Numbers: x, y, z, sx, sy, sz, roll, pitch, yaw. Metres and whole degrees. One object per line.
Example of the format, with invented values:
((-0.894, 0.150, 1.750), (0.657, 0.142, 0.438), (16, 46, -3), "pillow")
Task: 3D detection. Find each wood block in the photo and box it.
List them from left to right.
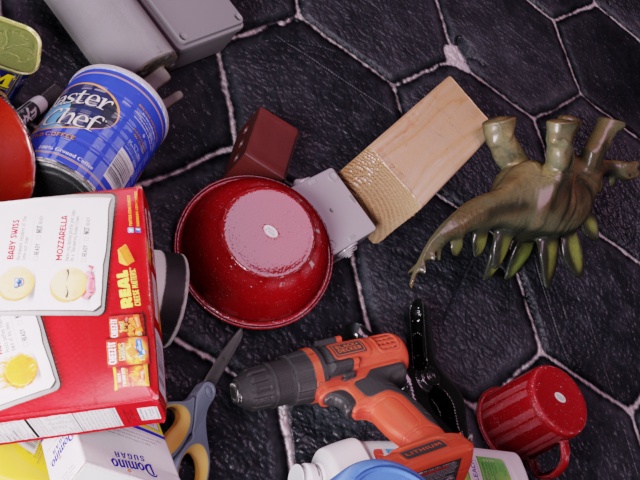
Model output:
((0.107, -0.095, 1.230), (0.090, 0.091, 0.205), (48, 43, -1), "wood block")

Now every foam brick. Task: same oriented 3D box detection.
((-0.063, -0.089, 1.122), (0.051, 0.053, 0.078), (31, 46, -18), "foam brick")

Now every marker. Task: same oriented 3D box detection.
((-0.279, -0.113, 0.993), (0.020, 0.020, 0.121), (43, 44, -6), "marker")

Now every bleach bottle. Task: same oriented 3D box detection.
((0.085, 0.240, 1.003), (0.250, 0.068, 0.102), (11, 53, -30), "bleach bottle")

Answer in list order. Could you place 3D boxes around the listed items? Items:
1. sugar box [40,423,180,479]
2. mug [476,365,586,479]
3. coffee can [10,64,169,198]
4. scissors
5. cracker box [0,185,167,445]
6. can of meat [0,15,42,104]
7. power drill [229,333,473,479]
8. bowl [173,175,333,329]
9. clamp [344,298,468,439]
((-0.171, 0.138, 0.820), (0.093, 0.048, 0.176), (29, 19, -36), "sugar box")
((0.230, 0.194, 1.132), (0.093, 0.082, 0.117), (8, 57, -34), "mug")
((-0.210, -0.077, 0.962), (0.102, 0.103, 0.140), (35, 46, -14), "coffee can")
((-0.100, 0.156, 0.944), (0.201, 0.016, 0.096), (-36, 108, -60), "scissors")
((-0.221, 0.057, 0.747), (0.213, 0.072, 0.164), (-7, 64, -5), "cracker box")
((-0.313, -0.158, 0.951), (0.102, 0.084, 0.057), (16, 53, -29), "can of meat")
((0.033, 0.159, 0.959), (0.184, 0.057, 0.188), (-12, 39, -27), "power drill")
((-0.057, 0.001, 1.026), (0.162, 0.055, 0.162), (6, 68, -16), "bowl")
((0.106, 0.139, 1.107), (0.120, 0.039, 0.171), (-28, 83, -40), "clamp")
